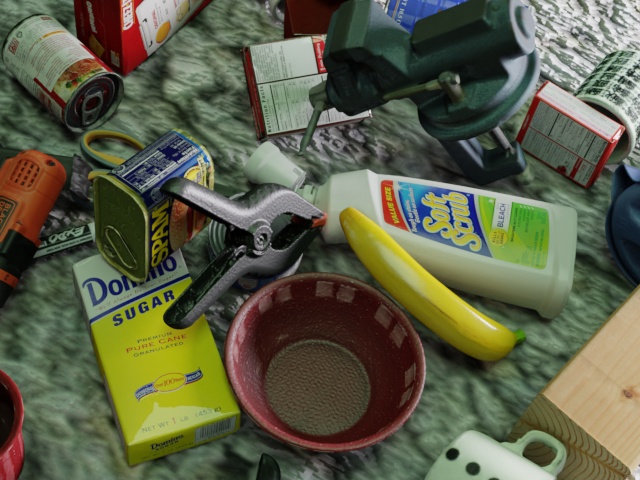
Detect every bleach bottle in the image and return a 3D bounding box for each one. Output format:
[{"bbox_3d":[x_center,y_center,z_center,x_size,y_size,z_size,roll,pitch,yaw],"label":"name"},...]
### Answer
[{"bbox_3d":[0.097,-0.005,0.952,0.251,0.068,0.102,11,57,3],"label":"bleach bottle"}]

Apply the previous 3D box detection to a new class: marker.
[{"bbox_3d":[-0.218,-0.001,0.927,0.121,0.020,0.020,-19,60,-20],"label":"marker"}]

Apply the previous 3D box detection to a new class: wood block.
[{"bbox_3d":[0.260,0.110,0.878,0.091,0.090,0.205,41,59,18],"label":"wood block"}]

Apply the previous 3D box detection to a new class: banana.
[{"bbox_3d":[0.091,0.046,0.893,0.197,0.037,0.069,37,15,-8],"label":"banana"}]

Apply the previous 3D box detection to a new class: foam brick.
[{"bbox_3d":[0.003,-0.210,1.087,0.078,0.051,0.053,-2,56,-10],"label":"foam brick"}]

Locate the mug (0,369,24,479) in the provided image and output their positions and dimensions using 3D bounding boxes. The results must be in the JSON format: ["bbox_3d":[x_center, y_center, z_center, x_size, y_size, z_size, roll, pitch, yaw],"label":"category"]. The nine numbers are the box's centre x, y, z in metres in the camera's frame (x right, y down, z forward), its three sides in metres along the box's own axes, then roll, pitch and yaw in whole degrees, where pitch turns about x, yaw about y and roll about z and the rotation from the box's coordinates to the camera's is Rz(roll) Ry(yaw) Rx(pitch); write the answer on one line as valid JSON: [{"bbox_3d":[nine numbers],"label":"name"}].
[{"bbox_3d":[-0.272,0.143,0.780,0.117,0.081,0.093,15,54,2],"label":"mug"}]

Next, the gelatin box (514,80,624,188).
[{"bbox_3d":[0.240,-0.102,1.032,0.089,0.073,0.030,34,57,15],"label":"gelatin box"}]

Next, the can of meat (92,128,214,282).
[{"bbox_3d":[-0.133,-0.029,0.859,0.057,0.102,0.083,34,52,20],"label":"can of meat"}]

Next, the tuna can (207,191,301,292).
[{"bbox_3d":[-0.056,0.001,0.935,0.086,0.034,0.086,3,62,-6],"label":"tuna can"}]

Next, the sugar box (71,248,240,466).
[{"bbox_3d":[-0.135,0.085,0.864,0.093,0.048,0.176,-15,60,-18],"label":"sugar box"}]

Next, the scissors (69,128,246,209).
[{"bbox_3d":[-0.139,-0.041,0.970,0.202,0.016,0.096,27,57,10],"label":"scissors"}]

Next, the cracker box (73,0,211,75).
[{"bbox_3d":[-0.154,-0.292,1.052,0.072,0.164,0.213,31,56,15],"label":"cracker box"}]

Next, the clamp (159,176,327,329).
[{"bbox_3d":[-0.064,0.007,0.861,0.171,0.120,0.039,-4,22,-45],"label":"clamp"}]

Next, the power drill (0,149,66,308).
[{"bbox_3d":[-0.325,-0.013,0.882,0.188,0.057,0.184,22,75,11],"label":"power drill"}]

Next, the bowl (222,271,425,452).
[{"bbox_3d":[0.001,0.106,0.862,0.162,0.055,0.162,4,55,-6],"label":"bowl"}]

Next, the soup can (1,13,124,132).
[{"bbox_3d":[-0.243,-0.158,1.004,0.068,0.068,0.102,-36,67,-28],"label":"soup can"}]

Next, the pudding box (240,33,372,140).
[{"bbox_3d":[-0.014,-0.150,1.026,0.113,0.039,0.090,-12,95,-14],"label":"pudding box"}]
